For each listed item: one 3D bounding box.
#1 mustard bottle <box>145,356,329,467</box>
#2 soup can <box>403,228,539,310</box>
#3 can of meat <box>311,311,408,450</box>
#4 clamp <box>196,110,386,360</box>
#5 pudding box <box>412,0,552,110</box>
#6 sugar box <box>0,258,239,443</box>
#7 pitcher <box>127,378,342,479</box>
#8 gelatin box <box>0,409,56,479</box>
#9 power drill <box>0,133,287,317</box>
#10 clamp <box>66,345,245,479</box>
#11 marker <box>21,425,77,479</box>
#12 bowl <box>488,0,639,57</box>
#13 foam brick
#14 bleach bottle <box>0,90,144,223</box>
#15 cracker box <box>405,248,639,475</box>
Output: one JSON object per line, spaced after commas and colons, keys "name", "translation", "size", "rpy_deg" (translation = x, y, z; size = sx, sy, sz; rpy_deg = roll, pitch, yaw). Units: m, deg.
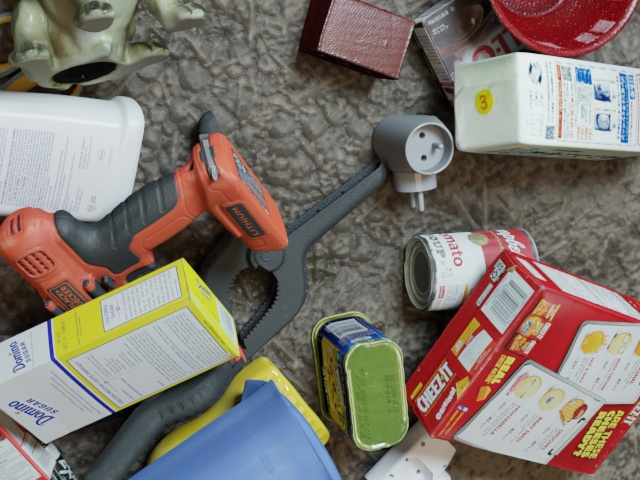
{"name": "mustard bottle", "translation": [-0.091, 0.194, 0.913], "size": [0.191, 0.058, 0.096], "rpy_deg": [-40, 114, -6]}
{"name": "soup can", "translation": [0.133, 0.026, 0.946], "size": [0.102, 0.069, 0.068], "rpy_deg": [-4, 102, -17]}
{"name": "can of meat", "translation": [0.035, 0.122, 0.925], "size": [0.057, 0.084, 0.102], "rpy_deg": [-11, 104, -16]}
{"name": "clamp", "translation": [-0.056, 0.001, 0.897], "size": [0.164, 0.036, 0.210], "rpy_deg": [22, 97, -15]}
{"name": "pudding box", "translation": [0.144, -0.178, 0.924], "size": [0.113, 0.039, 0.090], "rpy_deg": [-34, 108, -10]}
{"name": "sugar box", "translation": [-0.159, 0.086, 0.811], "size": [0.176, 0.048, 0.093], "rpy_deg": [-22, 139, 8]}
{"name": "pitcher", "translation": [-0.095, 0.230, 0.814], "size": [0.242, 0.149, 0.145], "rpy_deg": [-32, 104, -5]}
{"name": "gelatin box", "translation": [-0.270, 0.172, 0.857], "size": [0.073, 0.030, 0.089], "rpy_deg": [-32, 109, 11]}
{"name": "power drill", "translation": [-0.123, 0.012, 0.818], "size": [0.188, 0.057, 0.184], "rpy_deg": [-27, 139, 7]}
{"name": "clamp", "translation": [-0.133, 0.135, 0.853], "size": [0.171, 0.120, 0.039], "rpy_deg": [-30, 127, -7]}
{"name": "marker", "translation": [-0.216, 0.197, 0.895], "size": [0.020, 0.020, 0.121], "rpy_deg": [-31, 108, -10]}
{"name": "bowl", "translation": [0.189, -0.232, 0.881], "size": [0.161, 0.055, 0.162], "rpy_deg": [-3, 99, -22]}
{"name": "foam brick", "translation": [0.029, -0.169, 0.882], "size": [0.078, 0.053, 0.051], "rpy_deg": [16, 96, -20]}
{"name": "bleach bottle", "translation": [-0.263, -0.072, 0.782], "size": [0.250, 0.068, 0.103], "rpy_deg": [6, 108, -26]}
{"name": "cracker box", "translation": [0.202, 0.112, 0.942], "size": [0.213, 0.072, 0.164], "rpy_deg": [19, 113, -35]}
